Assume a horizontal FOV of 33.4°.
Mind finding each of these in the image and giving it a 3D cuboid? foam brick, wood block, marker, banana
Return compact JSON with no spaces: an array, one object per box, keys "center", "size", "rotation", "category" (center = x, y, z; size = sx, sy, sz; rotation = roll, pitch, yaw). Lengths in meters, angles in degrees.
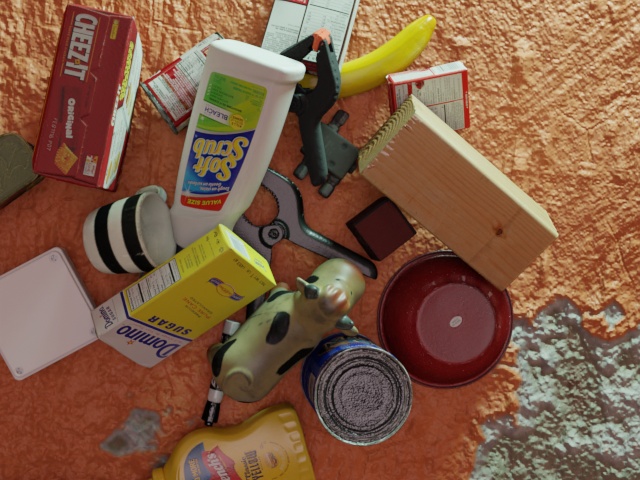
[{"center":[0.066,-0.013,1.183],"size":[0.051,0.078,0.053],"rotation":[-38,93,-3],"category":"foam brick"},{"center":[0.147,-0.052,1.161],"size":[0.206,0.090,0.091],"rotation":[39,106,-12],"category":"wood block"},{"center":[-0.112,0.149,1.197],"size":[0.020,0.020,0.121],"rotation":[14,90,-6],"category":"marker"},{"center":[0.041,-0.199,1.195],"size":[0.197,0.037,0.069],"rotation":[-14,95,-5],"category":"banana"}]

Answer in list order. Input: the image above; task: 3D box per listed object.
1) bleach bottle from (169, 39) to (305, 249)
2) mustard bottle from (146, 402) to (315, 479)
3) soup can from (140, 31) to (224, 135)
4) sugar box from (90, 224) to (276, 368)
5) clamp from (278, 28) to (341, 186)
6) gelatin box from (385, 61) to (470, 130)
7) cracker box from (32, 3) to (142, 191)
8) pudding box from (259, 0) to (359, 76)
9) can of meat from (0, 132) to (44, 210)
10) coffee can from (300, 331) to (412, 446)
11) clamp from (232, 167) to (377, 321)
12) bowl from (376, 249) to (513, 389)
[{"center":[-0.097,-0.078,1.127],"size":[0.103,0.068,0.251],"rotation":[21,110,14],"category":"bleach bottle"},{"center":[-0.108,0.251,1.181],"size":[0.191,0.058,0.096],"rotation":[-16,98,-5],"category":"mustard bottle"},{"center":[-0.136,-0.171,1.162],"size":[0.102,0.068,0.068],"rotation":[-36,95,-5],"category":"soup can"},{"center":[-0.145,0.062,1.133],"size":[0.176,0.048,0.093],"rotation":[-36,139,10],"category":"sugar box"},{"center":[-0.018,-0.141,1.146],"size":[0.120,0.039,0.172],"rotation":[30,122,-4],"category":"clamp"},{"center":[0.121,-0.155,1.195],"size":[0.089,0.030,0.073],"rotation":[-12,121,-5],"category":"gelatin box"},{"center":[-0.231,-0.136,1.080],"size":[0.072,0.214,0.164],"rotation":[11,90,-6],"category":"cracker box"},{"center":[-0.010,-0.240,1.171],"size":[0.090,0.039,0.113],"rotation":[14,78,3],"category":"pudding box"},{"center":[-0.344,-0.067,1.135],"size":[0.102,0.084,0.057],"rotation":[-36,95,-4],"category":"can of meat"},{"center":[0.036,0.157,1.152],"size":[0.102,0.140,0.103],"rotation":[0,91,-6],"category":"coffee can"},{"center":[-0.058,0.001,1.191],"size":[0.164,0.036,0.210],"rotation":[-36,95,-2],"category":"clamp"},{"center":[0.147,0.092,1.205],"size":[0.162,0.055,0.162],"rotation":[0,91,-6],"category":"bowl"}]
